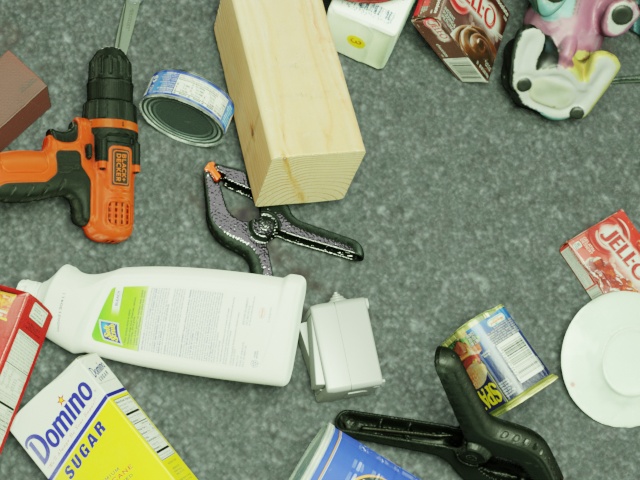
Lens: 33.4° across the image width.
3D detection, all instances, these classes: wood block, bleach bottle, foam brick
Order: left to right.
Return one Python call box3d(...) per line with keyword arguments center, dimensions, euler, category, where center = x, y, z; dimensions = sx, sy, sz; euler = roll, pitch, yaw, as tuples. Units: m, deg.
box3d(center=(-0.298, -0.127, 0.997), dimensions=(0.053, 0.051, 0.078), euler=(43, 71, 4), category="foam brick")
box3d(center=(-0.144, 0.061, 0.944), dimensions=(0.251, 0.068, 0.102), euler=(9, 86, 4), category="bleach bottle")
box3d(center=(-0.034, -0.146, 1.009), dimensions=(0.090, 0.091, 0.206), euler=(-6, 65, -18), category="wood block")

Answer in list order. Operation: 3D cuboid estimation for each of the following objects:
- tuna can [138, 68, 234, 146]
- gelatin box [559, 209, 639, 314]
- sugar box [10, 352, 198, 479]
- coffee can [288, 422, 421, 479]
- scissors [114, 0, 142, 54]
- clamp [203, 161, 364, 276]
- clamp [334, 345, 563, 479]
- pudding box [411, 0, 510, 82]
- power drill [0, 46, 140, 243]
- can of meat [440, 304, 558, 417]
box3d(center=(-0.126, -0.125, 1.008), dimensions=(0.086, 0.086, 0.033), euler=(21, 68, -3), category="tuna can")
box3d(center=(0.293, 0.024, 1.063), dimensions=(0.073, 0.030, 0.089), euler=(-29, 80, -17), category="gelatin box")
box3d(center=(-0.175, 0.191, 0.902), dimensions=(0.093, 0.048, 0.176), euler=(-43, 85, 11), category="sugar box")
box3d(center=(0.040, 0.236, 0.913), dimensions=(0.140, 0.103, 0.102), euler=(31, 70, 1), category="coffee can")
box3d(center=(-0.169, -0.255, 1.079), dimensions=(0.096, 0.016, 0.202), euler=(-3, 73, -11), category="scissors")
box3d(center=(-0.057, 0.001, 1.006), dimensions=(0.171, 0.039, 0.120), euler=(38, 65, 7), category="clamp")
box3d(center=(0.126, 0.180, 0.951), dimensions=(0.209, 0.165, 0.036), euler=(37, 47, -20), category="clamp")
box3d(center=(0.143, -0.226, 1.079), dimensions=(0.039, 0.113, 0.090), euler=(5, 66, 38), category="pudding box")
box3d(center=(-0.248, -0.094, 0.948), dimensions=(0.187, 0.057, 0.184), euler=(4, 80, -37), category="power drill")
box3d(center=(0.158, 0.113, 0.974), dimensions=(0.057, 0.102, 0.084), euler=(-29, 77, -18), category="can of meat")
